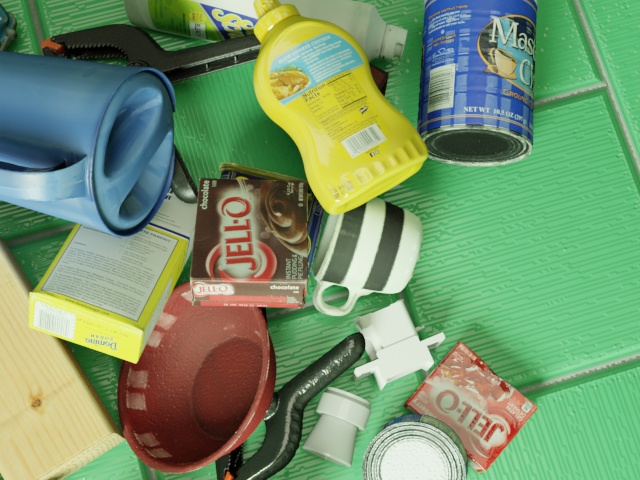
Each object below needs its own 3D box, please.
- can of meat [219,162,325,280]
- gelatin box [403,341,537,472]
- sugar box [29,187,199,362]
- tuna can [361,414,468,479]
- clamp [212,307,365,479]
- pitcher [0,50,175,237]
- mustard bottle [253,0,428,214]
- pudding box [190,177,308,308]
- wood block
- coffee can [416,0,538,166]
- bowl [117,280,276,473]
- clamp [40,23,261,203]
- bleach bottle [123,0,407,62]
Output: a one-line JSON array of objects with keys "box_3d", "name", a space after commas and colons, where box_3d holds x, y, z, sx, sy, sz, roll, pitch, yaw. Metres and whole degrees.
[{"box_3d": [-0.048, -0.013, 0.929, 0.102, 0.057, 0.084, 14, 78, 0], "name": "can of meat"}, {"box_3d": [0.128, 0.143, 0.914, 0.089, 0.030, 0.073, 41, 78, 7], "name": "gelatin box"}, {"box_3d": [-0.161, 0.013, 0.878, 0.093, 0.048, 0.176, 19, 40, 1], "name": "sugar box"}, {"box_3d": [0.079, 0.188, 0.883, 0.086, 0.033, 0.086, 1, 95, 12], "name": "tuna can"}, {"box_3d": [-0.049, 0.128, 0.897, 0.120, 0.039, 0.171, 28, 82, 37], "name": "clamp"}, {"box_3d": [-0.249, -0.087, 0.849, 0.243, 0.149, 0.145, 12, 71, 18], "name": "pitcher"}, {"box_3d": [0.000, -0.122, 0.875, 0.096, 0.058, 0.192, -29, 80, -13], "name": "mustard bottle"}, {"box_3d": [-0.055, 0.001, 0.852, 0.090, 0.039, 0.113, 2, 46, -3], "name": "pudding box"}, {"box_3d": [-0.256, 0.097, 0.873, 0.090, 0.090, 0.206, -32, 80, -11], "name": "wood block"}, {"box_3d": [0.139, -0.148, 0.947, 0.103, 0.103, 0.140, 5, 76, -2], "name": "coffee can"}, {"box_3d": [-0.090, 0.114, 0.873, 0.162, 0.055, 0.162, -16, 61, 32], "name": "bowl"}, {"box_3d": [-0.157, -0.127, 0.938, 0.210, 0.036, 0.164, 16, 75, 15], "name": "clamp"}, {"box_3d": [-0.046, -0.207, 0.951, 0.251, 0.102, 0.068, 14, 72, 1], "name": "bleach bottle"}]
